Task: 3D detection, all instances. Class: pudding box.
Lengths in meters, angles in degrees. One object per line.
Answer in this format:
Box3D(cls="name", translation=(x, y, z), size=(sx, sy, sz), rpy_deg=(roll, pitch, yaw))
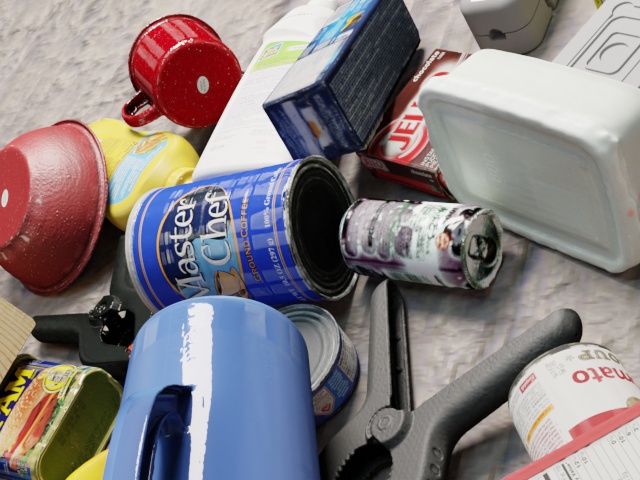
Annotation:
Box3D(cls="pudding box", translation=(0.093, -0.089, 0.800), size=(0.090, 0.039, 0.113), rpy_deg=(21, 66, 48))

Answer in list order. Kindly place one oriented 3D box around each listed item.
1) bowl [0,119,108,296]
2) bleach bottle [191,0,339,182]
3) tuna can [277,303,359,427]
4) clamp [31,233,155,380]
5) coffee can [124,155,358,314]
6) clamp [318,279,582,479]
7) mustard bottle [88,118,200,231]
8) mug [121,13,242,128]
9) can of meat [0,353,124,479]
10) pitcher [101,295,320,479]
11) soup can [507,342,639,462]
Box3D(cls="bowl", translation=(-0.255, -0.034, 0.938), size=(0.162, 0.055, 0.162), rpy_deg=(-11, 74, 43))
Box3D(cls="bleach bottle", translation=(-0.022, -0.124, 0.904), size=(0.103, 0.068, 0.250), rpy_deg=(-1, 47, 25))
Box3D(cls="tuna can", translation=(-0.018, 0.087, 0.716), size=(0.086, 0.033, 0.086), rpy_deg=(-21, 42, 20))
Box3D(cls="clamp", translation=(-0.173, 0.068, 0.849), size=(0.120, 0.039, 0.172), rpy_deg=(-44, 32, 3))
Box3D(cls="coffee can", translation=(-0.055, 0.001, 0.773), size=(0.141, 0.102, 0.102), rpy_deg=(-9, 47, 30))
Box3D(cls="clamp", translation=(0.044, 0.111, 0.642), size=(0.210, 0.036, 0.165), rpy_deg=(-54, 33, -13))
Box3D(cls="mustard bottle", translation=(-0.159, -0.054, 0.939), size=(0.192, 0.058, 0.096), rpy_deg=(15, 63, 45))
Box3D(cls="mug", translation=(-0.127, -0.141, 0.949), size=(0.117, 0.093, 0.082), rpy_deg=(-36, 30, -5))
Box3D(cls="can of meat", translation=(-0.204, 0.138, 0.789), size=(0.084, 0.057, 0.102), rpy_deg=(2, 53, 35))
Box3D(cls="pitcher", translation=(-0.060, 0.142, 0.561), size=(0.243, 0.144, 0.149), rpy_deg=(-93, 27, -45))
Box3D(cls="soup can", translation=(0.145, 0.110, 0.544), size=(0.068, 0.068, 0.102), rpy_deg=(-31, 39, 8))
